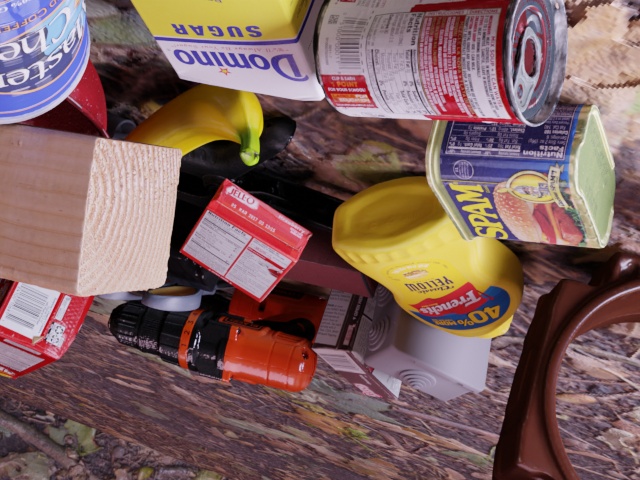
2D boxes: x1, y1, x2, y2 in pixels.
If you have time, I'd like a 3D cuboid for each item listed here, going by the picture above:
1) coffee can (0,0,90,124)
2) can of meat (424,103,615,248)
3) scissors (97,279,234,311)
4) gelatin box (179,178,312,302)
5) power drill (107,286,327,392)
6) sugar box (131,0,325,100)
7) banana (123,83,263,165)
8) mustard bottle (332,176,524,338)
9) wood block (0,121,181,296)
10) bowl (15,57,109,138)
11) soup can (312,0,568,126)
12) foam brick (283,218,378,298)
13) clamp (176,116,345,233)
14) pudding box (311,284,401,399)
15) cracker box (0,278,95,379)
[{"bbox_3d":[-0.173,-0.135,0.548,0.103,0.102,0.140,21,160,-3],"label":"coffee can"},{"bbox_3d":[0.116,-0.037,0.603,0.084,0.057,0.102,6,157,27],"label":"can of meat"},{"bbox_3d":[-0.097,0.044,0.931,0.201,0.016,0.096,1,-170,-39],"label":"scissors"},{"bbox_3d":[-0.055,0.001,0.768,0.073,0.030,0.089,32,150,-6],"label":"gelatin box"},{"bbox_3d":[-0.076,0.081,0.964,0.184,0.057,0.187,14,-169,13],"label":"power drill"},{"bbox_3d":[-0.052,-0.133,0.522,0.093,0.048,0.176,12,158,19],"label":"sugar box"},{"bbox_3d":[-0.094,-0.066,0.698,0.037,0.069,0.198,43,149,-24],"label":"banana"},{"bbox_3d":[0.094,0.024,0.776,0.096,0.058,0.191,-14,146,28],"label":"mustard bottle"},{"bbox_3d":[-0.201,-0.030,0.662,0.206,0.090,0.090,10,-174,24],"label":"wood block"},{"bbox_3d":[-0.205,-0.111,0.709,0.162,0.055,0.162,17,160,6],"label":"bowl"},{"bbox_3d":[0.056,-0.090,0.502,0.102,0.068,0.068,7,157,33],"label":"soup can"},{"bbox_3d":[0.008,0.005,0.817,0.078,0.053,0.051,13,159,18],"label":"foam brick"},{"bbox_3d":[-0.064,-0.053,0.759,0.172,0.039,0.120,8,146,23],"label":"clamp"},{"bbox_3d":[0.043,0.075,0.915,0.039,0.090,0.113,5,155,29],"label":"pudding box"},{"bbox_3d":[-0.255,0.035,0.980,0.072,0.164,0.214,28,158,-18],"label":"cracker box"}]
